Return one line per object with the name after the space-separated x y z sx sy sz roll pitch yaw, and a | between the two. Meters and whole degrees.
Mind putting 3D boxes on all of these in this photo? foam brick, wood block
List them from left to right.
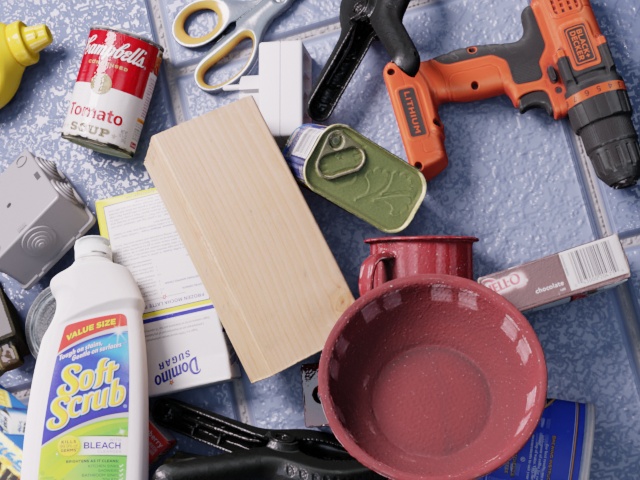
-0.056 0.001 0.865 0.090 0.090 0.206 -26 86 -17 | wood block
0.026 0.125 0.879 0.078 0.051 0.053 -6 81 10 | foam brick

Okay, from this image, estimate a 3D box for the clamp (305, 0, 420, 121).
0.050 -0.184 0.890 0.120 0.039 0.171 -6 62 44 | clamp

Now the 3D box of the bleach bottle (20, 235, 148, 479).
-0.189 0.114 0.846 0.102 0.068 0.251 -1 64 -10 | bleach bottle

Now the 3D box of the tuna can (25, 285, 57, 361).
-0.215 0.077 0.939 0.086 0.033 0.086 -1 82 10 | tuna can

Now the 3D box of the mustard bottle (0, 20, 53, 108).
-0.336 -0.157 0.981 0.192 0.058 0.096 -19 88 7 | mustard bottle

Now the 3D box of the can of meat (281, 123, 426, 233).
0.023 -0.054 0.868 0.102 0.084 0.057 29 90 -20 | can of meat

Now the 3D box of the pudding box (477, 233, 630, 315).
0.182 0.033 0.843 0.113 0.090 0.039 -17 81 7 | pudding box

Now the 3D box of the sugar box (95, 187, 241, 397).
-0.132 0.043 0.924 0.093 0.048 0.176 -12 84 8 | sugar box

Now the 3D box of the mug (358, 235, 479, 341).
0.074 0.039 0.853 0.093 0.117 0.081 -3 86 42 | mug

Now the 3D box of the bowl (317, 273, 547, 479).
0.081 0.107 0.774 0.162 0.055 0.162 -3 61 6 | bowl

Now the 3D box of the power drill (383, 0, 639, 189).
0.157 -0.109 0.885 0.187 0.057 0.184 -17 76 5 | power drill

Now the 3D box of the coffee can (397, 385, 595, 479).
0.134 0.166 0.827 0.140 0.102 0.103 8 84 12 | coffee can

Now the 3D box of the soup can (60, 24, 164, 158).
-0.185 -0.131 0.945 0.068 0.068 0.102 14 86 12 | soup can

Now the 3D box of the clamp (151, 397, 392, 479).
-0.041 0.171 0.861 0.209 0.165 0.036 8 101 -17 | clamp

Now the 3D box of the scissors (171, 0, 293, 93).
-0.054 -0.222 0.959 0.096 0.016 0.202 39 91 13 | scissors
